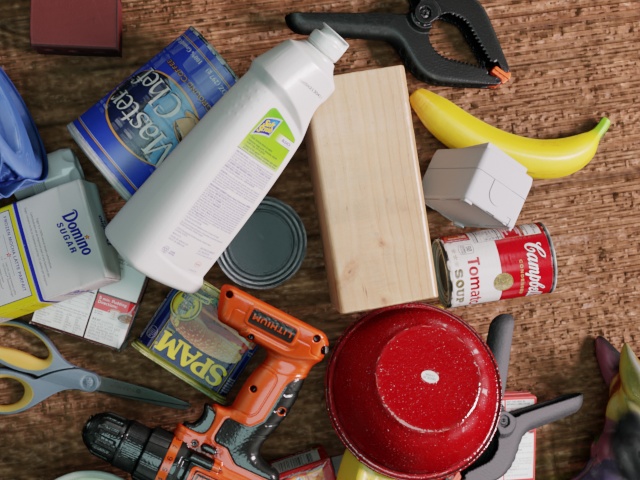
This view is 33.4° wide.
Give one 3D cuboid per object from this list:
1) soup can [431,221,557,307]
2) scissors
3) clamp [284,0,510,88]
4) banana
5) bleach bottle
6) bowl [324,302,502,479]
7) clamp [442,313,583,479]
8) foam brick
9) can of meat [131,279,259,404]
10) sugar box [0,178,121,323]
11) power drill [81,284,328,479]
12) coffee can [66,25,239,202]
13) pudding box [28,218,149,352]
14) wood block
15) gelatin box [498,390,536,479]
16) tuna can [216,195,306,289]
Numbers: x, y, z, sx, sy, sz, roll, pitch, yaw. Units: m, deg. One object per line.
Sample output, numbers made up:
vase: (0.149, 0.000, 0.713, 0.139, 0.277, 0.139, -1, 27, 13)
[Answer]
soup can: (0.160, 0.023, 0.994, 0.102, 0.068, 0.068, -8, 94, -5)
scissors: (-0.230, 0.143, 0.985, 0.201, 0.016, 0.096, 31, 91, -7)
clamp: (0.092, -0.218, 0.990, 0.210, 0.036, 0.164, 29, 83, -9)
banana: (0.177, -0.095, 1.008, 0.197, 0.037, 0.069, 9, 65, -9)
bleach bottle: (-0.066, -0.073, 0.894, 0.251, 0.102, 0.068, -48, 58, 7)
bowl: (0.087, 0.124, 0.920, 0.162, 0.055, 0.162, 3, 72, -8)
clamp: (0.156, 0.152, 0.973, 0.171, 0.039, 0.120, -38, 92, -25)
foam brick: (-0.217, -0.193, 0.951, 0.078, 0.053, 0.051, 1, 93, -6)
can of meat: (-0.107, 0.086, 0.975, 0.102, 0.057, 0.084, 34, 86, -7)
sugar box: (-0.268, 0.019, 0.933, 0.176, 0.048, 0.093, -18, 82, 8)
power drill: (-0.090, 0.136, 0.921, 0.184, 0.057, 0.187, 26, 88, -5)
coffee can: (-0.136, -0.104, 0.938, 0.140, 0.103, 0.103, -40, 96, -3)
pudding box: (-0.204, 0.035, 0.971, 0.090, 0.039, 0.113, 19, 88, -5)
wood block: (0.041, -0.046, 0.966, 0.090, 0.091, 0.206, -10, 94, -6)
gelatin box: (0.166, 0.189, 1.015, 0.073, 0.030, 0.089, 1, 91, -19)
tuna can: (-0.056, 0.001, 0.987, 0.086, 0.034, 0.086, 0, 93, -6)
